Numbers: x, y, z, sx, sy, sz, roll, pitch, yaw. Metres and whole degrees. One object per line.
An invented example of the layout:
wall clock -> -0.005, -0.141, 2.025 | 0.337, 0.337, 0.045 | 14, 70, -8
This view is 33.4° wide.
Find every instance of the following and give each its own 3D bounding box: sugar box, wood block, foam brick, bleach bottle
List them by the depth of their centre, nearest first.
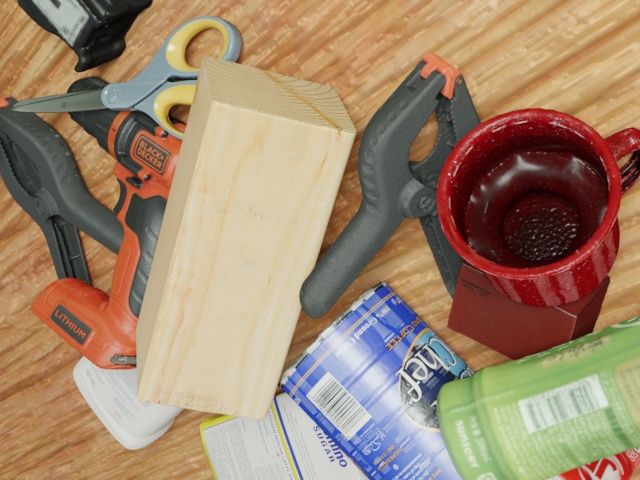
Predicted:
foam brick -> 0.125, 0.037, 0.641 | 0.078, 0.051, 0.053 | 27, 130, 25
wood block -> -0.054, 0.001, 0.686 | 0.090, 0.091, 0.206 | 11, 114, -14
sugar box -> -0.021, 0.166, 0.841 | 0.177, 0.048, 0.093 | -26, 81, 44
bleach bottle -> -0.112, 0.081, 0.868 | 0.102, 0.068, 0.251 | 51, 135, 2

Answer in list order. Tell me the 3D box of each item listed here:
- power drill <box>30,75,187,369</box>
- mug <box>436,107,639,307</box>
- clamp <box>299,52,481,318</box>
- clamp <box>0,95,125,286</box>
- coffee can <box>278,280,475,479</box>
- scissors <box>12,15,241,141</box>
power drill -> -0.151, -0.013, 0.798 | 0.185, 0.057, 0.188 | 34, 109, 32
mug -> 0.126, -0.019, 0.573 | 0.093, 0.117, 0.081 | 57, -174, 26
clamp -> 0.063, -0.025, 0.643 | 0.039, 0.120, 0.172 | 48, 126, 46
clamp -> -0.226, -0.026, 0.916 | 0.210, 0.036, 0.165 | 52, 139, 5
coffee can -> 0.056, 0.112, 0.710 | 0.140, 0.102, 0.103 | 45, 136, 9
scissors -> -0.132, -0.119, 0.750 | 0.202, 0.016, 0.096 | 16, 92, 27
